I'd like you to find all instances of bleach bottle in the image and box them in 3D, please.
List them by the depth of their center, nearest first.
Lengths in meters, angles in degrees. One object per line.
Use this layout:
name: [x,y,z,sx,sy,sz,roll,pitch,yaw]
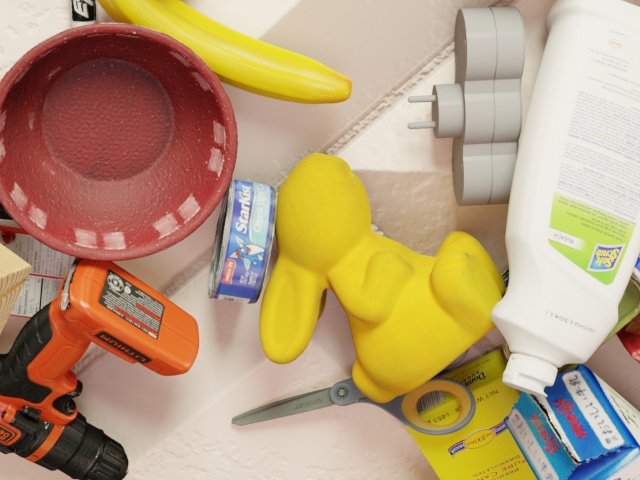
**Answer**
bleach bottle: [0.161,-0.026,0.685,0.102,0.068,0.251,20,82,-4]

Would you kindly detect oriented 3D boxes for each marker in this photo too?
marker: [-0.157,-0.164,0.699,0.020,0.020,0.121,1,115,-3]

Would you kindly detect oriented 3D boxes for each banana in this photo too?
banana: [-0.074,-0.133,0.695,0.197,0.070,0.037,28,74,-21]

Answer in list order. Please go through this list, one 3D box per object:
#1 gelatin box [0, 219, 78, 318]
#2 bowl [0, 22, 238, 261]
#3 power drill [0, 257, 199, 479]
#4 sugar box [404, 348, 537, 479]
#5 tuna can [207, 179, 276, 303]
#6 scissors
gelatin box: [-0.214,0.018,0.777,0.089,0.030,0.073,8,116,-7]
bowl: [-0.138,-0.070,0.705,0.162,0.055,0.162,-6,116,-12]
power drill: [-0.176,0.104,0.782,0.184,0.057,0.188,37,123,-28]
sugar box: [0.145,0.180,0.861,0.093,0.048,0.176,-28,112,12]
tuna can: [-0.055,0.001,0.745,0.033,0.086,0.086,10,115,-9]
scissors: [0.033,0.131,0.822,0.202,0.096,0.016,-31,157,10]
